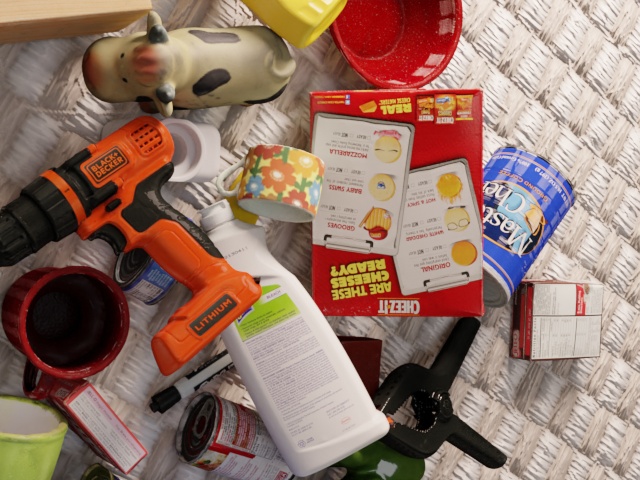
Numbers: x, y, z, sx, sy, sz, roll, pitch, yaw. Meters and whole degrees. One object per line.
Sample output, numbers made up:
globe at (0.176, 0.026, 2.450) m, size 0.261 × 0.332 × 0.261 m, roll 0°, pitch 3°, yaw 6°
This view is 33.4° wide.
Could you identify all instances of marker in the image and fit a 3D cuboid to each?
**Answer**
marker at (-0.108, 0.125, 1.000) m, size 0.121 × 0.020 × 0.020 m, roll -32°, pitch 108°, yaw -25°

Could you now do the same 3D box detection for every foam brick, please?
foam brick at (0.025, 0.134, 1.062) m, size 0.052 × 0.051 × 0.078 m, roll 4°, pitch 91°, yaw -30°

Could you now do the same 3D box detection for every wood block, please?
wood block at (-0.253, -0.208, 0.848) m, size 0.205 × 0.090 × 0.091 m, roll -13°, pitch 94°, yaw -30°

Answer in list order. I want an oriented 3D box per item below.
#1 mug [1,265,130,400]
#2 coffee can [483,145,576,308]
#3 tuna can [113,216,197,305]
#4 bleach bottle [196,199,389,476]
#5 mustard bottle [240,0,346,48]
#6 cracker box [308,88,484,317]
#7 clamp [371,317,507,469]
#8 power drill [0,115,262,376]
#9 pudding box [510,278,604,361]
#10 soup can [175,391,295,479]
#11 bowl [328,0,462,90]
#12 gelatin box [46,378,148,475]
mug at (-0.221, 0.076, 0.893) m, size 0.093 × 0.082 × 0.117 m, roll 20°, pitch 82°, yaw -30°
coffee can at (0.188, -0.015, 1.121) m, size 0.102 × 0.103 × 0.140 m, roll 46°, pitch 70°, yaw -25°
tuna can at (-0.145, 0.011, 0.933) m, size 0.033 × 0.086 × 0.086 m, roll 31°, pitch 77°, yaw -27°
bleach bottle at (-0.036, 0.078, 0.957) m, size 0.102 × 0.068 × 0.251 m, roll -26°, pitch 93°, yaw -11°
mustard bottle at (-0.066, -0.257, 0.953) m, size 0.191 × 0.058 × 0.096 m, roll 37°, pitch 50°, yaw 1°
cracker box at (0.074, -0.037, 1.025) m, size 0.164 × 0.072 × 0.214 m, roll 0°, pitch 96°, yaw 9°
clamp at (0.116, 0.158, 1.089) m, size 0.209 × 0.036 × 0.164 m, roll 5°, pitch 74°, yaw -46°
power drill at (-0.152, 0.013, 0.847) m, size 0.184 × 0.057 × 0.187 m, roll -39°, pitch 92°, yaw -26°
pudding box at (0.270, 0.090, 1.215) m, size 0.113 × 0.039 × 0.090 m, roll 2°, pitch 93°, yaw -29°
soup can at (-0.074, 0.189, 0.996) m, size 0.102 × 0.069 × 0.068 m, roll 26°, pitch 80°, yaw -30°
bowl at (0.063, -0.227, 1.060) m, size 0.161 × 0.055 × 0.162 m, roll -2°, pitch 94°, yaw -31°
gelatin box at (-0.196, 0.155, 0.918) m, size 0.030 × 0.073 × 0.089 m, roll -44°, pitch 113°, yaw -22°
